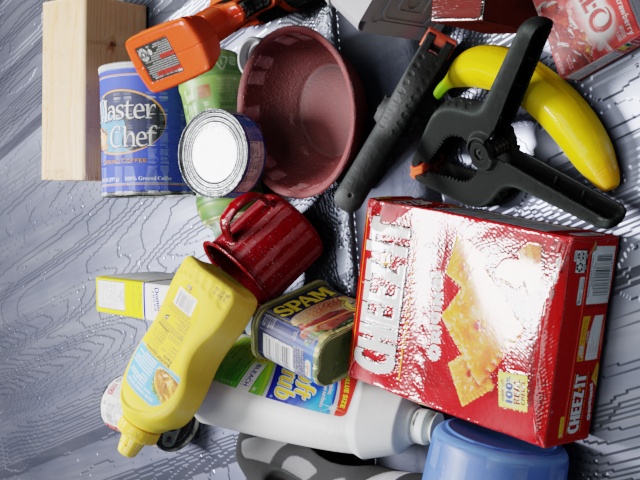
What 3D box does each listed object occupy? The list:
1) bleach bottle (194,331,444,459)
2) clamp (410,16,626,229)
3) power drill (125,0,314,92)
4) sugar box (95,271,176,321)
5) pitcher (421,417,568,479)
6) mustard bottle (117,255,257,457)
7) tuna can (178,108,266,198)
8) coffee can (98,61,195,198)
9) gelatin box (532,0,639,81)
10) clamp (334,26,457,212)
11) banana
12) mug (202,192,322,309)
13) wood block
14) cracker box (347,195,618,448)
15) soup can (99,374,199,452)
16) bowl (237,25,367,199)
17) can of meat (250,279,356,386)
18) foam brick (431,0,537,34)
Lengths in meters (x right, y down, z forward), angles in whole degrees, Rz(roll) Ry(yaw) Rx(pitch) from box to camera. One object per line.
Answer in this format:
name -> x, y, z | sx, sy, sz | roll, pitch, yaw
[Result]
bleach bottle -> 0.000, 0.146, 0.993 | 0.251, 0.102, 0.068 | 6, 129, 32
clamp -> 0.146, -0.067, 0.852 | 0.210, 0.036, 0.164 | -26, 90, 60
power drill -> -0.077, -0.211, 1.000 | 0.185, 0.187, 0.057 | -13, 111, 45
sugar box -> -0.158, 0.060, 1.127 | 0.177, 0.093, 0.048 | 6, 97, 54
pitcher -> 0.134, 0.272, 0.846 | 0.145, 0.149, 0.243 | 19, 101, 58
mustard bottle -> -0.136, 0.116, 0.990 | 0.096, 0.058, 0.191 | 33, 96, 46
tuna can -> -0.094, -0.083, 1.028 | 0.086, 0.033, 0.086 | 1, 92, 34
coffee can -> -0.189, -0.118, 1.163 | 0.103, 0.102, 0.140 | -1, 90, 45
gelatin box -> 0.206, -0.179, 0.819 | 0.073, 0.030, 0.089 | -28, 71, 41
clamp -> 0.064, -0.104, 0.937 | 0.039, 0.120, 0.171 | 32, 97, -5
banana -> 0.169, -0.111, 0.858 | 0.198, 0.037, 0.070 | 39, 143, 40
mug -> -0.057, 0.001, 1.018 | 0.081, 0.117, 0.093 | -44, 42, -17
wood block -> -0.264, -0.172, 1.246 | 0.090, 0.090, 0.206 | 3, 93, 44
cracker box -> 0.125, 0.058, 0.877 | 0.214, 0.071, 0.164 | 14, 100, 45
soup can -> -0.193, 0.192, 1.199 | 0.102, 0.068, 0.068 | 9, 97, 45
bowl -> -0.008, -0.122, 1.009 | 0.162, 0.055, 0.162 | 11, 105, 45
can of meat -> 0.001, 0.086, 0.980 | 0.084, 0.101, 0.057 | 22, 122, 40
foam brick -> 0.134, -0.197, 0.858 | 0.053, 0.078, 0.051 | 9, 97, 42
